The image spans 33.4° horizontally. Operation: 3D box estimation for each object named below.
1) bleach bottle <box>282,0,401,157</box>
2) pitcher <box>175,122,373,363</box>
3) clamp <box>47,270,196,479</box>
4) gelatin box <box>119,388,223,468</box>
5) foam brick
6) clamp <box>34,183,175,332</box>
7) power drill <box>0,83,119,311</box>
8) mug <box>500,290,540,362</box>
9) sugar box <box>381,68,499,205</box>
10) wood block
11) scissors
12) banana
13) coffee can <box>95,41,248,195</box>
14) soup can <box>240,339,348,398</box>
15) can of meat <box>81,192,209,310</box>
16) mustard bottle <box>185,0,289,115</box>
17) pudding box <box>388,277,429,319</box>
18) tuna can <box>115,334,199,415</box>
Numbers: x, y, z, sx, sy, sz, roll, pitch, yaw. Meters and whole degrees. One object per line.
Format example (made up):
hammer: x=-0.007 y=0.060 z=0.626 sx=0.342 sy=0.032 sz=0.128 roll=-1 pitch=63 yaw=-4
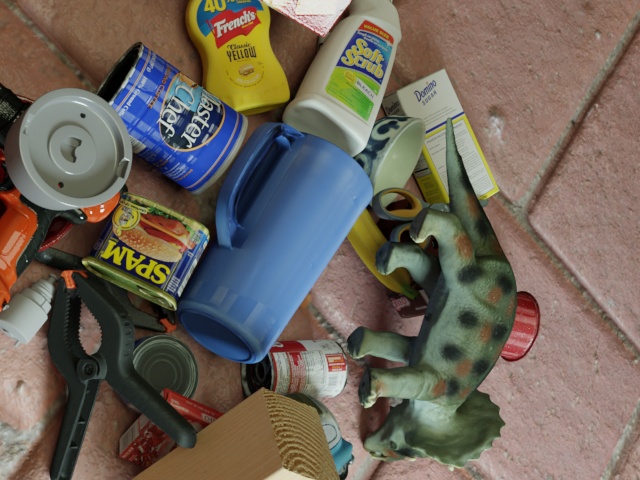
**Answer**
bleach bottle: x=0.038 y=-0.218 z=1.279 sx=0.102 sy=0.068 sz=0.250 roll=35 pitch=53 yaw=-22
pitcher: x=-0.058 y=0.001 z=1.153 sx=0.149 sy=0.145 sz=0.242 roll=32 pitch=63 yaw=-2
clamp: x=-0.224 y=0.134 z=1.047 sx=0.210 sy=0.165 sz=0.036 roll=67 pitch=17 yaw=12
gelatin box: x=-0.152 y=0.200 z=1.092 sx=0.073 sy=0.089 sz=0.030 roll=30 pitch=26 yaw=-26
foam brick: x=0.113 y=-0.007 z=1.320 sx=0.078 sy=0.051 sz=0.053 roll=43 pitch=62 yaw=-20
clamp: x=-0.217 y=0.034 z=1.107 sx=0.120 sy=0.039 sz=0.171 roll=-32 pitch=102 yaw=-18
power drill: x=-0.300 y=-0.040 z=0.985 sx=0.184 sy=0.057 sz=0.187 roll=43 pitch=62 yaw=-19
mug: x=0.215 y=0.092 z=1.355 sx=0.081 sy=0.093 sz=0.117 roll=15 pitch=43 yaw=-25
sugar box: x=0.153 y=-0.122 z=1.371 sx=0.093 sy=0.048 sz=0.176 roll=-29 pitch=95 yaw=-33
wood block: x=-0.094 y=0.241 z=1.031 sx=0.090 sy=0.206 sz=0.091 roll=30 pitch=30 yaw=-46
scissors: x=0.143 y=-0.018 z=1.294 sx=0.201 sy=0.016 sz=0.096 roll=8 pitch=67 yaw=-38
banana: x=0.056 y=-0.012 z=1.274 sx=0.037 sy=0.070 sz=0.198 roll=-34 pitch=88 yaw=-23
coffee can: x=-0.163 y=-0.128 z=1.131 sx=0.140 sy=0.103 sz=0.102 roll=34 pitch=65 yaw=-24
soup can: x=-0.028 y=0.145 z=1.191 sx=0.102 sy=0.069 sz=0.068 roll=1 pitch=81 yaw=-33
can of meat: x=-0.171 y=0.009 z=1.063 sx=0.102 sy=0.057 sz=0.084 roll=25 pitch=74 yaw=5
mustard bottle: x=-0.102 y=-0.239 z=1.215 sx=0.096 sy=0.058 sz=0.191 roll=-13 pitch=88 yaw=-15
pudding box: x=0.149 y=0.051 z=1.296 sx=0.089 sy=0.114 sz=0.039 roll=-39 pitch=103 yaw=-33
tuna can: x=-0.171 y=0.141 z=1.119 sx=0.086 sy=0.034 sz=0.086 roll=6 pitch=78 yaw=-32
